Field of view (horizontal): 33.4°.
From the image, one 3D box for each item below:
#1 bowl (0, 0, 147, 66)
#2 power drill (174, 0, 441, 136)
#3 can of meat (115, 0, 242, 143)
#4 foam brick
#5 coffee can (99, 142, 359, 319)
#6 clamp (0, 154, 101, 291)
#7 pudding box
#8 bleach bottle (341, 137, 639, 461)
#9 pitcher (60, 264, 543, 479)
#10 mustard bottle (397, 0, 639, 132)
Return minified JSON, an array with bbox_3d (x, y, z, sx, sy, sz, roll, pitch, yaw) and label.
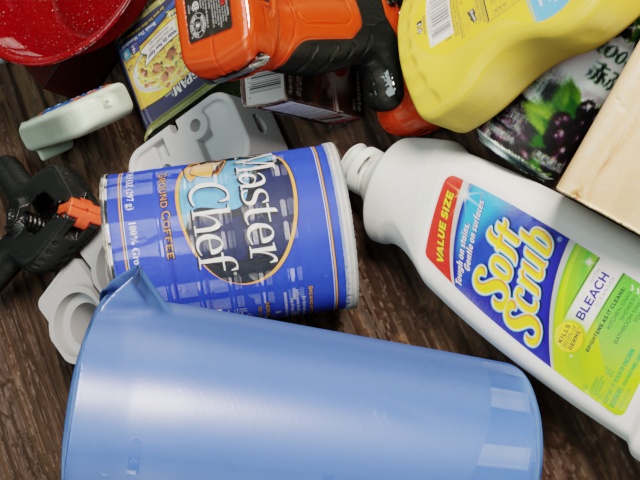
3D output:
[{"bbox_3d":[-0.165,-0.188,0.724,0.162,0.055,0.162,-5,78,26],"label":"bowl"},{"bbox_3d":[0.003,-0.154,0.608,0.058,0.187,0.184,-14,82,45],"label":"power drill"},{"bbox_3d":[-0.087,-0.123,0.733,0.102,0.057,0.084,-31,71,26],"label":"can of meat"},{"bbox_3d":[-0.182,-0.152,0.794,0.078,0.051,0.053,-50,65,19],"label":"foam brick"},{"bbox_3d":[-0.054,0.001,0.646,0.140,0.103,0.103,-8,82,-4],"label":"coffee can"},{"bbox_3d":[-0.215,-0.004,0.781,0.172,0.039,0.120,6,86,54],"label":"clamp"},{"bbox_3d":[-0.012,-0.134,0.670,0.039,0.089,0.113,-3,87,34],"label":"pudding box"},{"bbox_3d":[0.108,0.017,0.608,0.251,0.068,0.103,32,106,31],"label":"bleach bottle"},{"bbox_3d":[-0.015,0.115,0.572,0.242,0.149,0.145,8,58,-8],"label":"pitcher"},{"bbox_3d":[0.119,-0.136,0.538,0.192,0.058,0.096,-32,50,48],"label":"mustard bottle"}]
